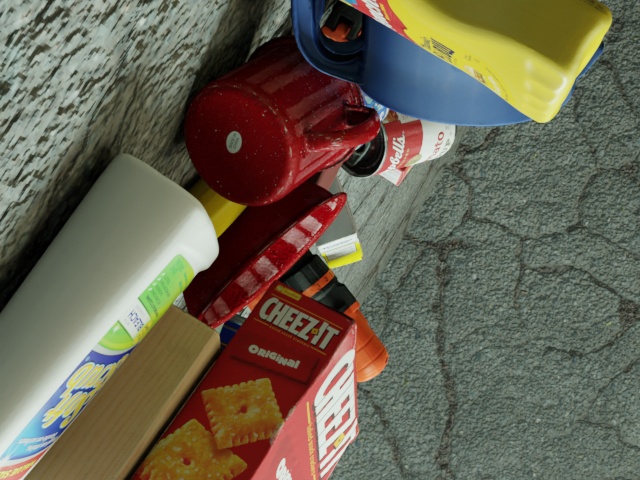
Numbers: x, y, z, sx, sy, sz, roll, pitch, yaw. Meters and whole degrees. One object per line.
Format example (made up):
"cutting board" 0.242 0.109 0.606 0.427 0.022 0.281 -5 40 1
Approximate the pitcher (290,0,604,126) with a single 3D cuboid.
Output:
"pitcher" 0.077 -0.194 0.588 0.149 0.145 0.243 -31 134 -39

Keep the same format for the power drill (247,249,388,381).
"power drill" -0.022 0.065 1.094 0.057 0.184 0.188 -36 -175 -16

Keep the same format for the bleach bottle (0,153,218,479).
"bleach bottle" -0.153 0.076 0.562 0.250 0.068 0.102 -54 171 -14

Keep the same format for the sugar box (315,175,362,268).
"sugar box" 0.006 -0.029 1.049 0.048 0.093 0.176 -20 170 4

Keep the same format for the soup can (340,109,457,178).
"soup can" 0.067 -0.099 0.965 0.102 0.068 0.069 -17 144 -42

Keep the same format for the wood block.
"wood block" -0.154 0.127 0.640 0.206 0.091 0.090 -57 172 -18

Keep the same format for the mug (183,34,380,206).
"mug" -0.021 -0.070 0.659 0.081 0.117 0.093 -41 134 -51

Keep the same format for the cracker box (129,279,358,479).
"cracker box" -0.053 0.158 0.686 0.213 0.072 0.164 -54 159 -29

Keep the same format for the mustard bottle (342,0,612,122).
"mustard bottle" 0.042 -0.129 0.515 0.058 0.192 0.096 -59 172 3

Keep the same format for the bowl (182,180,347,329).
"bowl" -0.055 0.001 0.827 0.162 0.055 0.162 -42 173 -7
